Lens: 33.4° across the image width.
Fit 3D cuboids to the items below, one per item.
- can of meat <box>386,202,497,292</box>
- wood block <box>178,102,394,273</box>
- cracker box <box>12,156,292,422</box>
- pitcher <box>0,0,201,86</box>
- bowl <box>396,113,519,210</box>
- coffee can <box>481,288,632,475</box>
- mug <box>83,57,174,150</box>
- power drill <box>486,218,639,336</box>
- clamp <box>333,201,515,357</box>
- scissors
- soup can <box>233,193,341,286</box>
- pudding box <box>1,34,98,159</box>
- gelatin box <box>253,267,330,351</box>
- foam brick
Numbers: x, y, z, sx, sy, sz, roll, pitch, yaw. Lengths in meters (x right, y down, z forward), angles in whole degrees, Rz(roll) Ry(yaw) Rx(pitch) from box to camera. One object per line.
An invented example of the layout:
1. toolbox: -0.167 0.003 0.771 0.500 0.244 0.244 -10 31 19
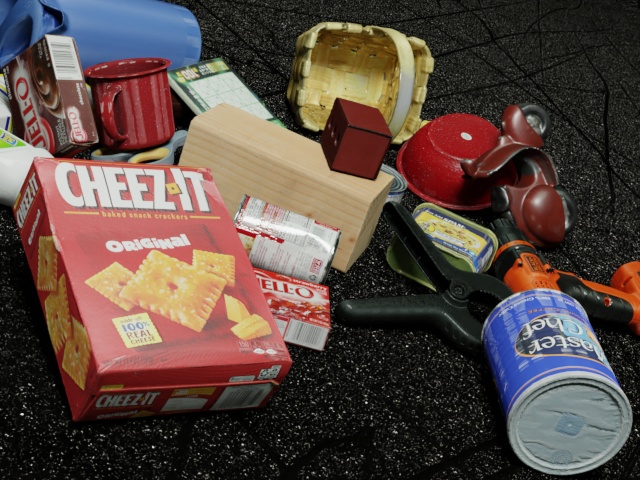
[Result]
1. can of meat: 0.130 0.012 1.149 0.102 0.057 0.083 26 29 14
2. wood block: -0.040 -0.059 1.129 0.206 0.090 0.090 25 25 10
3. cracker box: -0.135 0.032 0.843 0.163 0.072 0.214 2 48 -35
4. pitcher: -0.276 -0.246 1.300 0.242 0.145 0.149 -1 45 -43
5. bowl: 0.179 -0.112 1.359 0.162 0.055 0.162 2 46 -2
6. coffee can: 0.202 0.120 0.935 0.102 0.103 0.140 15 26 -9
7. mug: -0.202 -0.141 1.123 0.093 0.081 0.117 -1 21 11
8. power drill: 0.282 0.045 1.194 0.187 0.057 0.184 10 31 -14
9. clamp: 0.128 0.050 1.057 0.210 0.036 0.164 21 49 -3
10. scissors: -0.150 -0.104 1.161 0.201 0.016 0.096 -18 29 -32
11. soup can: -0.037 0.004 1.033 0.102 0.069 0.068 20 26 -1
12. pudding box: -0.269 -0.135 1.057 0.039 0.090 0.113 -5 79 -47
13. gelatin box: -0.037 0.059 0.968 0.089 0.030 0.073 16 26 -9
14. foam brick: 0.036 -0.107 1.112 0.051 0.053 0.078 13 25 -16
